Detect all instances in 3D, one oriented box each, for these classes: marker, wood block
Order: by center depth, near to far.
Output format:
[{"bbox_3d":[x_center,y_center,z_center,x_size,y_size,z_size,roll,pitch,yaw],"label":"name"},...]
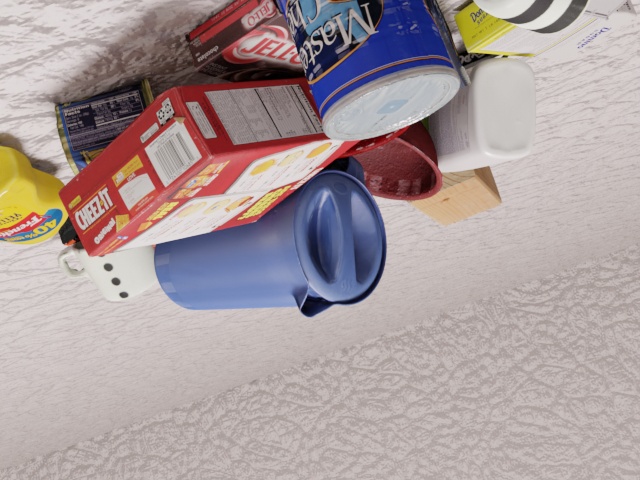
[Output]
[{"bbox_3d":[0.156,-0.188,1.094,0.121,0.020,0.020,-21,167,8],"label":"marker"},{"bbox_3d":[0.161,-0.086,1.361,0.091,0.090,0.206,-21,167,14],"label":"wood block"}]

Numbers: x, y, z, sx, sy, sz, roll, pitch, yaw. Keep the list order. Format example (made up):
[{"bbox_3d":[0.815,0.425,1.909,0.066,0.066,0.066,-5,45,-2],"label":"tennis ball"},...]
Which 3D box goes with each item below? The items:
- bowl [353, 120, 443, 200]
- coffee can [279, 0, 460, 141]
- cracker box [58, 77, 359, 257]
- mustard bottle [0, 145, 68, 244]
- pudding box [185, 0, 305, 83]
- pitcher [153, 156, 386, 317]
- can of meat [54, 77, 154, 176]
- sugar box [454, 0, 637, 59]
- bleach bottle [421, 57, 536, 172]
[{"bbox_3d":[0.059,-0.104,1.123,0.162,0.055,0.162,18,161,6],"label":"bowl"},{"bbox_3d":[0.029,-0.157,0.771,0.102,0.140,0.103,-18,167,-5],"label":"coffee can"},{"bbox_3d":[-0.086,-0.067,0.896,0.164,0.072,0.213,-35,169,36],"label":"cracker box"},{"bbox_3d":[-0.290,-0.034,1.003,0.096,0.058,0.191,-20,167,4],"label":"mustard bottle"},{"bbox_3d":[-0.040,-0.163,0.870,0.090,0.039,0.113,-27,165,29],"label":"pudding box"},{"bbox_3d":[-0.057,0.001,1.110,0.243,0.145,0.148,-9,-170,43],"label":"pitcher"},{"bbox_3d":[-0.180,-0.092,0.929,0.084,0.057,0.102,-16,167,-7],"label":"can of meat"},{"bbox_3d":[0.217,-0.214,1.017,0.094,0.048,0.175,-29,167,40],"label":"sugar box"},{"bbox_3d":[0.143,-0.125,1.143,0.068,0.102,0.251,-1,180,-17],"label":"bleach bottle"}]
